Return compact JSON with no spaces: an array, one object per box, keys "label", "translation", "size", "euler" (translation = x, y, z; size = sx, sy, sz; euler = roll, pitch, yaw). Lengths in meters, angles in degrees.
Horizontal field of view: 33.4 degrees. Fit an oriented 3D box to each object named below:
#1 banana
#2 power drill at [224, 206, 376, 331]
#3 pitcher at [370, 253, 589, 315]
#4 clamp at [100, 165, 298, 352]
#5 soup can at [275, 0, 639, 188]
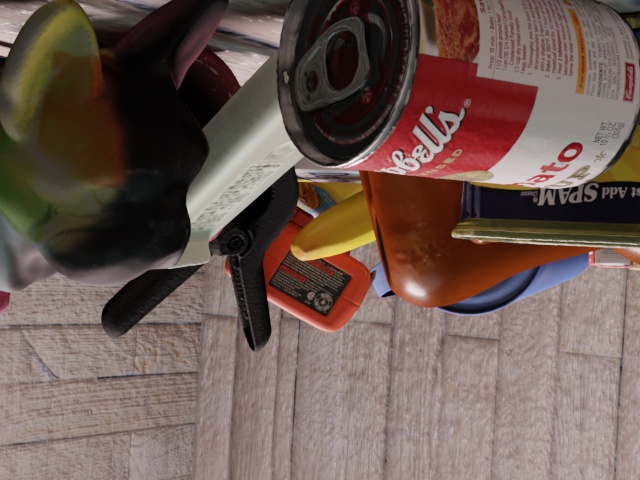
[{"label":"banana","translation":[0.073,-0.036,0.720],"size":[0.198,0.037,0.069],"euler":[-23,177,7]},{"label":"power drill","translation":[-0.044,-0.007,0.816],"size":[0.184,0.057,0.188],"euler":[29,-172,-17]},{"label":"pitcher","translation":[0.155,-0.006,0.925],"size":[0.149,0.145,0.242],"euler":[18,-171,26]},{"label":"clamp","translation":[-0.054,0.001,0.683],"size":[0.120,0.171,0.039],"euler":[17,-159,-42]},{"label":"soup can","translation":[0.046,-0.053,0.343],"size":[0.102,0.068,0.069],"euler":[3,180,-35]}]
